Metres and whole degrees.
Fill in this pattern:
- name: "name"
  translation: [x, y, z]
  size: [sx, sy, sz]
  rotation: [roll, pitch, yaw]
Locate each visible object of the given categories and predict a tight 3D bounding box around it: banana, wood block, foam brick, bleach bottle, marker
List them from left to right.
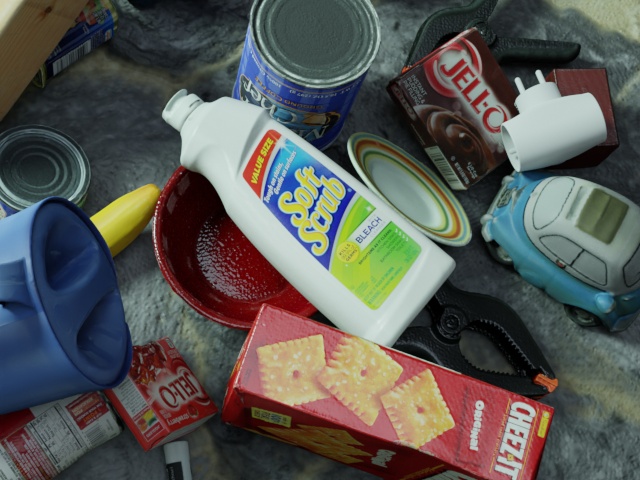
- name: "wood block"
  translation: [-0.266, -0.160, 0.813]
  size: [0.090, 0.090, 0.206]
  rotation: [41, 101, 8]
- name: "banana"
  translation: [-0.212, 0.012, 0.829]
  size: [0.197, 0.070, 0.037]
  rotation: [-21, 59, -25]
- name: "marker"
  translation: [-0.101, 0.213, 0.807]
  size: [0.020, 0.020, 0.121]
  rotation: [-6, 73, -12]
- name: "bleach bottle"
  translation: [-0.023, -0.023, 0.818]
  size: [0.251, 0.068, 0.102]
  rotation: [39, 69, 7]
- name: "foam brick"
  translation: [0.229, -0.109, 0.955]
  size: [0.051, 0.053, 0.078]
  rotation: [-1, 73, -11]

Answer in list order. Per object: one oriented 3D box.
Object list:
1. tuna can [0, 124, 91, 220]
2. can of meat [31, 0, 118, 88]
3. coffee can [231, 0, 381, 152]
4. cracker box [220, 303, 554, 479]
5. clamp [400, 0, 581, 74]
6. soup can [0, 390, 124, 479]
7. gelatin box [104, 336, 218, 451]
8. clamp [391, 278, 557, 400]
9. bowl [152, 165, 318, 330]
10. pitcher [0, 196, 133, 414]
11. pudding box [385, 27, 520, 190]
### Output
- name: "tuna can"
  translation: [-0.228, -0.049, 0.853]
  size: [0.086, 0.034, 0.086]
  rotation: [10, 60, -18]
- name: "can of meat"
  translation: [-0.233, -0.194, 0.899]
  size: [0.083, 0.057, 0.102]
  rotation: [-39, 82, -21]
- name: "coffee can"
  translation: [-0.015, -0.140, 0.875]
  size: [0.102, 0.140, 0.103]
  rotation: [3, 71, -9]
- name: "cracker box"
  translation: [0.037, 0.129, 0.783]
  size: [0.213, 0.164, 0.072]
  rotation: [21, 71, -3]
- name: "clamp"
  translation: [0.153, -0.178, 0.973]
  size: [0.171, 0.039, 0.120]
  rotation: [-39, 83, -11]
- name: "soup can"
  translation: [-0.205, 0.142, 0.786]
  size: [0.102, 0.068, 0.068]
  rotation: [-34, 81, -19]
- name: "gelatin box"
  translation: [-0.122, 0.113, 0.801]
  size: [0.030, 0.089, 0.073]
  rotation: [-39, 79, 15]
- name: "clamp"
  translation: [0.102, 0.062, 0.885]
  size: [0.210, 0.036, 0.164]
  rotation: [24, 66, -2]
- name: "bowl"
  translation: [-0.056, 0.001, 0.866]
  size: [0.162, 0.055, 0.162]
  rotation: [3, 71, -9]
- name: "pitcher"
  translation: [-0.264, 0.066, 0.722]
  size: [0.243, 0.149, 0.145]
  rotation: [-18, 34, 11]
- name: "pudding box"
  translation: [0.123, -0.113, 0.926]
  size: [0.090, 0.039, 0.113]
  rotation: [-36, 102, -14]
